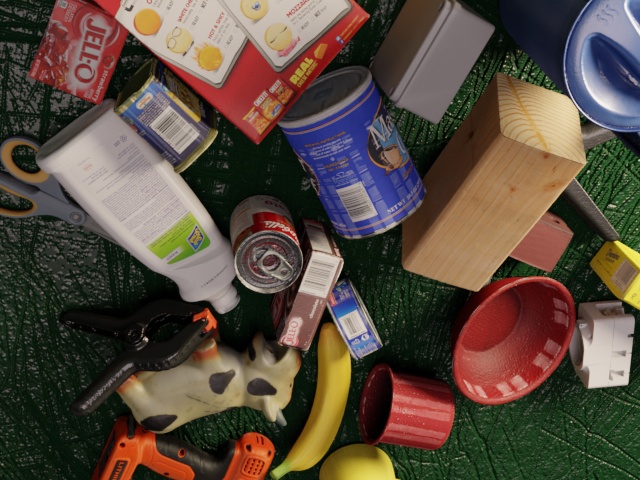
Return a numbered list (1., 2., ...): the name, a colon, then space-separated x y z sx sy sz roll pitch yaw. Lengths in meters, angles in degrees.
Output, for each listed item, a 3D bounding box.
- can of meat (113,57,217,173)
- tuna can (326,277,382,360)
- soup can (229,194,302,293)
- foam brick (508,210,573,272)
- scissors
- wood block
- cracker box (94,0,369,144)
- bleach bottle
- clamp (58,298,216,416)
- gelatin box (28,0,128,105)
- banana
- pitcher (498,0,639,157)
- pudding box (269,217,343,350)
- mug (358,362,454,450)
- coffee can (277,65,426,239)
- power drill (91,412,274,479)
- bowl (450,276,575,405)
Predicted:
1. can of meat: -0.148 -0.122 1.023 0.057 0.102 0.084 -42 111 11
2. tuna can: 0.034 0.083 1.147 0.034 0.086 0.086 -26 115 3
3. soup can: -0.057 0.001 1.089 0.068 0.102 0.068 -3 114 -6
4. foam brick: 0.221 -0.009 1.148 0.078 0.053 0.051 21 109 -17
5. scissors: -0.252 -0.045 1.090 0.201 0.016 0.096 15 111 -14
6. wood block: 0.164 -0.052 1.055 0.090 0.091 0.206 17 137 -14
7. cracker box: -0.088 -0.222 0.991 0.213 0.072 0.164 41 92 -21
8. bleach bottle: -0.170 -0.018 1.085 0.102 0.068 0.250 -37 116 -3
9. clamp: -0.192 0.115 1.107 0.171 0.120 0.039 -12 156 11
10. gelatin box: -0.229 -0.185 1.022 0.073 0.030 0.089 21 110 -16
11. banana: 0.002 0.183 1.203 0.069 0.037 0.198 -1 113 -54
12. pitcher: 0.247 -0.187 0.967 0.145 0.243 0.149 20 110 -16
13. pudding box: -0.017 0.045 1.121 0.039 0.090 0.114 17 110 -16
14. mug: 0.094 0.197 1.212 0.081 0.093 0.117 13 142 -18
15. coffee can: 0.031 -0.087 1.060 0.103 0.103 0.140 -27 115 5
16. power drill: -0.165 0.286 1.229 0.187 0.057 0.184 18 107 -18
17. bowl: 0.201 0.100 1.179 0.161 0.055 0.162 -13 122 -22
